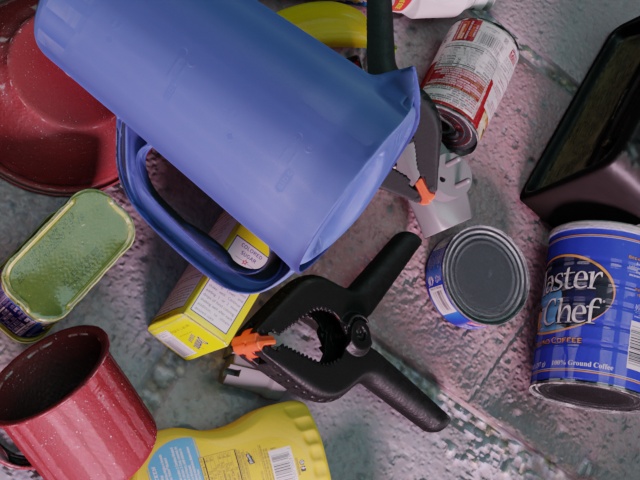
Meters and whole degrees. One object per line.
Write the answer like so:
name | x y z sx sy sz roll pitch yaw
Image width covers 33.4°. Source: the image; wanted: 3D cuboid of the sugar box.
sugar box | -0.055 0.001 0.786 0.048 0.093 0.176 39 65 -13

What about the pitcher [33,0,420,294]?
pitcher | -0.070 -0.091 0.699 0.243 0.145 0.149 37 58 7

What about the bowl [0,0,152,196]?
bowl | -0.185 -0.116 0.774 0.161 0.055 0.162 6 75 -23

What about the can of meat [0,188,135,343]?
can of meat | -0.179 0.017 0.729 0.057 0.084 0.102 44 64 -10

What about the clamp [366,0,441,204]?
clamp | 0.039 -0.106 0.756 0.120 0.039 0.171 -41 93 16

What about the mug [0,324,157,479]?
mug | -0.171 0.121 0.706 0.117 0.093 0.081 -22 119 11

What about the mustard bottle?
mustard bottle | -0.089 0.177 0.749 0.191 0.058 0.096 -9 81 -27

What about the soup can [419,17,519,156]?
soup can | 0.122 -0.132 0.915 0.068 0.069 0.102 34 66 -15

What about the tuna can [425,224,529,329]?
tuna can | 0.132 0.032 0.900 0.086 0.034 0.086 6 76 -24

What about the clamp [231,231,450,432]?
clamp | 0.024 0.082 0.811 0.209 0.036 0.164 -9 83 -46

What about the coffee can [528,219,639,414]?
coffee can | 0.236 0.066 0.903 0.102 0.103 0.140 18 71 -21

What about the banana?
banana | -0.032 -0.151 0.857 0.197 0.037 0.070 -25 65 -24
